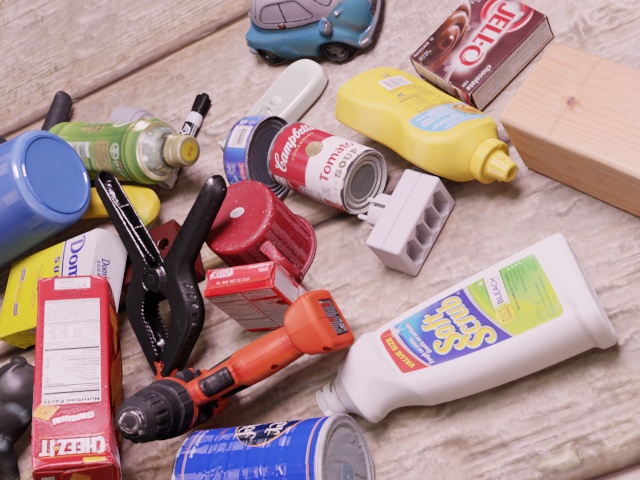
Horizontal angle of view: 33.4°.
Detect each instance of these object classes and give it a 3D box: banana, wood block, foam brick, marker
[{"bbox_3d":[-0.231,-0.038,1.172,0.069,0.037,0.198,-23,19,-38],"label":"banana"},{"bbox_3d":[0.267,-0.081,0.894,0.206,0.090,0.091,31,81,38],"label":"wood block"},{"bbox_3d":[-0.167,0.024,1.105,0.078,0.051,0.053,-27,52,14],"label":"foam brick"},{"bbox_3d":[-0.152,-0.114,1.200,0.020,0.020,0.121,8,67,33],"label":"marker"}]

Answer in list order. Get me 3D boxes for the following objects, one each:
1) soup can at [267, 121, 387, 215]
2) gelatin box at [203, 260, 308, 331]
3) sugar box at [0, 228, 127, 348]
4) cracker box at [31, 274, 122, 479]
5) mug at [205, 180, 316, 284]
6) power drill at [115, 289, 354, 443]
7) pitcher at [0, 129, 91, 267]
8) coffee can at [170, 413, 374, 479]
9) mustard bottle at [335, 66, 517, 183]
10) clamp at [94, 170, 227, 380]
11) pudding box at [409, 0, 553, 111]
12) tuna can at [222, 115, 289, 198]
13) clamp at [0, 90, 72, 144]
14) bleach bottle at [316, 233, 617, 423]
[{"bbox_3d":[0.007,-0.071,1.052,0.102,0.068,0.068,24,76,37],"label":"soup can"},{"bbox_3d":[-0.055,0.053,0.998,0.073,0.089,0.030,-9,58,26],"label":"gelatin box"},{"bbox_3d":[-0.272,0.052,1.116,0.177,0.048,0.093,-20,56,45],"label":"sugar box"},{"bbox_3d":[-0.212,0.161,0.953,0.072,0.164,0.214,-4,44,-9],"label":"cracker box"},{"bbox_3d":[-0.057,0.001,1.035,0.093,0.081,0.117,-42,50,1],"label":"mug"},{"bbox_3d":[-0.072,0.110,0.918,0.188,0.184,0.057,-29,85,13],"label":"power drill"},{"bbox_3d":[-0.376,-0.026,1.165,0.243,0.144,0.149,-23,46,30],"label":"pitcher"},{"bbox_3d":[-0.038,0.203,0.890,0.140,0.102,0.103,-11,57,24],"label":"coffee can"},{"bbox_3d":[0.108,-0.103,1.005,0.096,0.058,0.192,-19,39,-37],"label":"mustard bottle"},{"bbox_3d":[-0.160,0.029,1.036,0.165,0.036,0.210,13,106,36],"label":"clamp"},{"bbox_3d":[0.159,-0.191,1.055,0.113,0.039,0.090,-47,51,-3],"label":"pudding box"},{"bbox_3d":[-0.061,-0.085,1.087,0.034,0.086,0.086,7,66,34],"label":"tuna can"},{"bbox_3d":[-0.337,-0.103,1.288,0.120,0.039,0.171,-36,57,12],"label":"clamp"},{"bbox_3d":[0.112,0.093,0.897,0.251,0.068,0.102,-29,50,15],"label":"bleach bottle"}]
